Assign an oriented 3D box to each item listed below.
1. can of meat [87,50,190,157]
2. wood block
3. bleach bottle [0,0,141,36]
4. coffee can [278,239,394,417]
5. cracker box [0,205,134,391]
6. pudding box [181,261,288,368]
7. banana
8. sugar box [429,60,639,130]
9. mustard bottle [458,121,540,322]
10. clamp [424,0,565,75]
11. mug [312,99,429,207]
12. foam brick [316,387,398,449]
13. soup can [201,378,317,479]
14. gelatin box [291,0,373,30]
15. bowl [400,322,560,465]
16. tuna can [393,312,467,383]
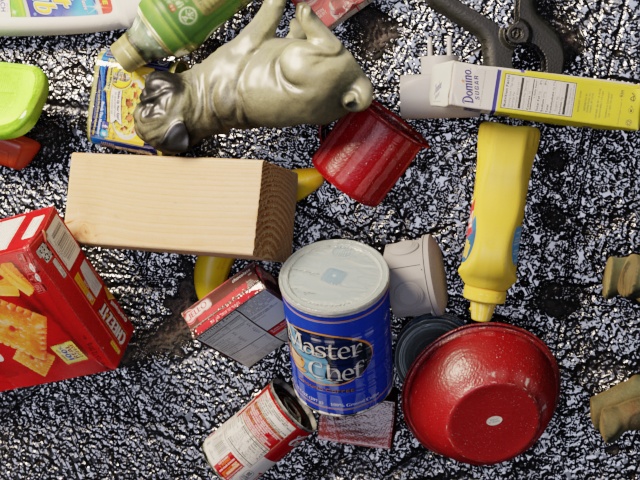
[{"bbox_3d":[-0.185,-0.139,1.083,0.084,0.057,0.102,11,97,8],"label":"can of meat"},{"bbox_3d":[-0.136,-0.032,1.041,0.206,0.090,0.091,4,87,22],"label":"wood block"},{"bbox_3d":[-0.255,-0.261,1.079,0.251,0.068,0.102,-2,95,6],"label":"bleach bottle"},{"bbox_3d":[0.018,0.084,1.022,0.103,0.102,0.140,1,130,8],"label":"coffee can"},{"bbox_3d":[-0.319,0.069,1.058,0.214,0.072,0.164,-13,124,22],"label":"cracker box"},{"bbox_3d":[-0.070,0.076,1.061,0.090,0.113,0.039,-34,55,10],"label":"pudding box"},{"bbox_3d":[-0.075,-0.006,1.092,0.069,0.037,0.198,33,100,-6],"label":"banana"},{"bbox_3d":[0.193,-0.131,0.975,0.176,0.093,0.048,4,97,-5],"label":"sugar box"},{"bbox_3d":[0.168,-0.017,1.024,0.058,0.096,0.192,8,97,7],"label":"mustard bottle"},{"bbox_3d":[0.175,-0.200,1.033,0.120,0.039,0.171,-18,93,9],"label":"clamp"},{"bbox_3d":[0.038,-0.094,1.046,0.117,0.093,0.081,46,107,33],"label":"mug"},{"bbox_3d":[0.039,0.176,1.084,0.078,0.053,0.051,7,97,7],"label":"foam brick"},{"bbox_3d":[-0.063,0.199,1.094,0.102,0.068,0.068,-41,89,10],"label":"soup can"},{"bbox_3d":[0.012,-0.256,1.056,0.089,0.030,0.073,-34,90,9],"label":"gelatin box"},{"bbox_3d":[0.162,0.162,1.036,0.162,0.055,0.162,-2,115,-5],"label":"bowl"},{"bbox_3d":[0.117,0.117,1.076,0.086,0.033,0.086,1,96,8],"label":"tuna can"}]
